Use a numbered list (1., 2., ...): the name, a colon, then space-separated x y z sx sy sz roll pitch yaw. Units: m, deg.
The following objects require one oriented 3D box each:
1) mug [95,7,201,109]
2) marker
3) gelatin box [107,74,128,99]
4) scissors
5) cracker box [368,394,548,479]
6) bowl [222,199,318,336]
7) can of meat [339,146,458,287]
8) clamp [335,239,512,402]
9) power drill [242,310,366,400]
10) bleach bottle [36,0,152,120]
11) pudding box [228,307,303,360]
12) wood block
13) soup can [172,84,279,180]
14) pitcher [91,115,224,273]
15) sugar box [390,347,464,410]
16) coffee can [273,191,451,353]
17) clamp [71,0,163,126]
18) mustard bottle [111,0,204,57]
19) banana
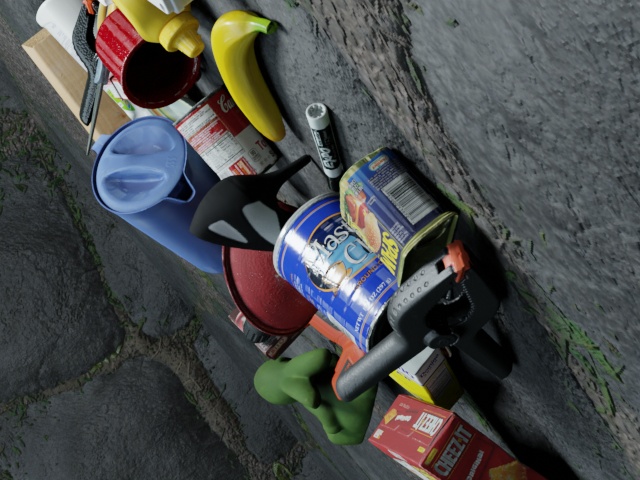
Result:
1. mug: -0.178 -0.198 1.141 0.117 0.093 0.082 10 -152 -46
2. marker: 0.007 -0.081 0.968 0.020 0.020 0.121 43 165 29
3. gelatin box: -0.211 -0.198 1.252 0.030 0.073 0.089 55 167 -20
4. scissors: -0.256 -0.208 1.244 0.202 0.016 0.096 -67 31 30
5. cracker box: 0.175 0.253 1.128 0.213 0.072 0.164 37 169 -11
6. bowl: -0.034 0.024 1.189 0.055 0.162 0.162 -15 119 40
7. can of meat: 0.062 -0.020 0.877 0.084 0.057 0.102 49 167 17
8. clamp: 0.109 0.072 0.903 0.210 0.164 0.036 106 155 -51
9. power drill: -0.014 0.114 1.366 0.188 0.057 0.185 41 135 17
10. bleach bottle: -0.264 -0.218 1.401 0.250 0.068 0.103 50 167 -12
11. pudding box: -0.059 0.097 1.485 0.090 0.113 0.039 40 173 35
12. wood block: -0.322 -0.220 1.527 0.206 0.090 0.091 55 167 -24
13. soup can: -0.101 -0.107 1.152 0.102 0.068 0.069 51 167 -8
14. pitcher: -0.185 -0.053 1.387 0.242 0.145 0.149 47 -152 -57
15. sugar box: 0.094 0.127 1.138 0.093 0.048 0.176 36 174 27
16. coffee can: 0.038 0.033 1.002 0.140 0.102 0.103 41 165 34
17. clamp: -0.250 -0.219 1.319 0.039 0.120 0.171 -87 -5 -56
18. mustard bottle: -0.180 -0.247 1.020 0.192 0.058 0.096 47 -169 9
19. banana: -0.066 -0.154 0.968 0.070 0.037 0.198 47 167 17
